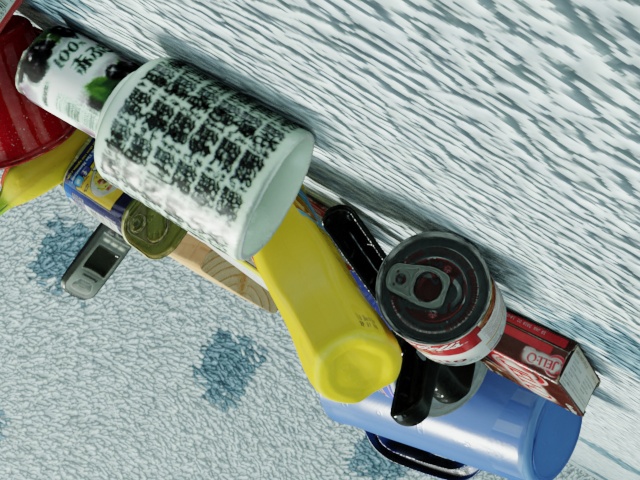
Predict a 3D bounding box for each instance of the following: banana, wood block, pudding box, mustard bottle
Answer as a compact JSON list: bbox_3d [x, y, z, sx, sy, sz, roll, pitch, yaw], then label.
[{"bbox_3d":[-0.183,-0.076,0.808,0.070,0.197,0.037,-20,106,32],"label":"banana"},{"bbox_3d":[-0.090,0.003,1.106,0.090,0.091,0.206,32,174,-19],"label":"wood block"},{"bbox_3d":[0.162,0.091,0.827,0.090,0.039,0.113,27,173,31],"label":"pudding box"},{"bbox_3d":[-0.017,0.008,0.688,0.192,0.058,0.096,60,-176,31],"label":"mustard bottle"}]

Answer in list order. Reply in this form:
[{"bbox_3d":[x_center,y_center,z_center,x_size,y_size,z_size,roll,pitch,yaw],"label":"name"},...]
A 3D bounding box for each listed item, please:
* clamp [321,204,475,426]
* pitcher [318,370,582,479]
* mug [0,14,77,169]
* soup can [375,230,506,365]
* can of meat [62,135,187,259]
[{"bbox_3d":[0.068,0.062,0.794,0.209,0.036,0.164,23,-137,-65],"label":"clamp"},{"bbox_3d":[0.128,0.161,1.051,0.243,0.145,0.149,16,166,39],"label":"pitcher"},{"bbox_3d":[-0.218,-0.109,0.738,0.093,0.117,0.081,2,123,31],"label":"mug"},{"bbox_3d":[0.078,0.039,0.664,0.069,0.068,0.102,28,175,20],"label":"soup can"},{"bbox_3d":[-0.122,-0.050,0.749,0.084,0.102,0.057,29,171,37],"label":"can of meat"}]
